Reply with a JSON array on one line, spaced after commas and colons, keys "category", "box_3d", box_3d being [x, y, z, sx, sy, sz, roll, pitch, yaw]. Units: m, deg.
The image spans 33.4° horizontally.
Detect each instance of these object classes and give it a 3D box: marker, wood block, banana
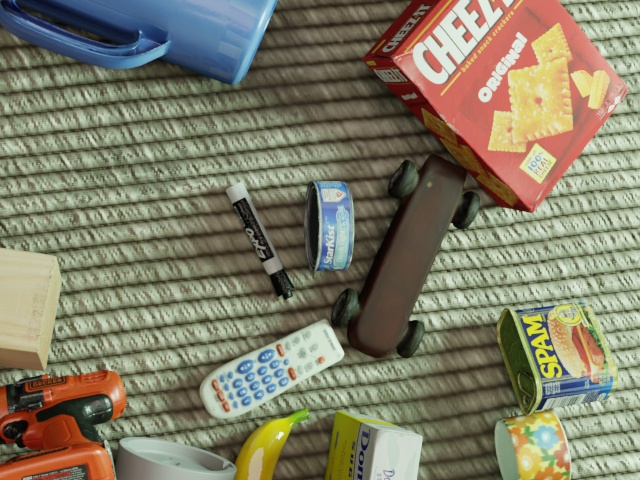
[{"category": "marker", "box_3d": [-0.057, 0.001, 1.026, 0.020, 0.020, 0.121, -26, 88, -10]}, {"category": "wood block", "box_3d": [-0.341, 0.051, 0.940, 0.206, 0.091, 0.090, 9, 72, -7]}, {"category": "banana", "box_3d": [-0.053, 0.253, 0.994, 0.069, 0.037, 0.198, 7, 84, -7]}]

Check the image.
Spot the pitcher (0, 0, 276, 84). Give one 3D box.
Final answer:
[{"category": "pitcher", "box_3d": [-0.169, -0.229, 0.978, 0.242, 0.145, 0.149, 23, 102, -8]}]

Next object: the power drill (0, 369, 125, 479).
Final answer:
[{"category": "power drill", "box_3d": [-0.250, 0.171, 0.901, 0.184, 0.188, 0.057, -12, 110, -13]}]

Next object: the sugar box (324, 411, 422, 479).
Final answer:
[{"category": "sugar box", "box_3d": [0.041, 0.205, 0.941, 0.048, 0.176, 0.093, 10, 84, -7]}]

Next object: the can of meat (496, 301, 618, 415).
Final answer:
[{"category": "can of meat", "box_3d": [0.226, 0.110, 1.022, 0.084, 0.057, 0.102, -6, 55, -11]}]

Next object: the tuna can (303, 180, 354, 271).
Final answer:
[{"category": "tuna can", "box_3d": [0.007, -0.013, 1.003, 0.033, 0.086, 0.086, -1, 85, -10]}]

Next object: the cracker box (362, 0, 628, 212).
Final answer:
[{"category": "cracker box", "box_3d": [0.172, -0.157, 1.016, 0.213, 0.072, 0.164, 44, 80, -22]}]
